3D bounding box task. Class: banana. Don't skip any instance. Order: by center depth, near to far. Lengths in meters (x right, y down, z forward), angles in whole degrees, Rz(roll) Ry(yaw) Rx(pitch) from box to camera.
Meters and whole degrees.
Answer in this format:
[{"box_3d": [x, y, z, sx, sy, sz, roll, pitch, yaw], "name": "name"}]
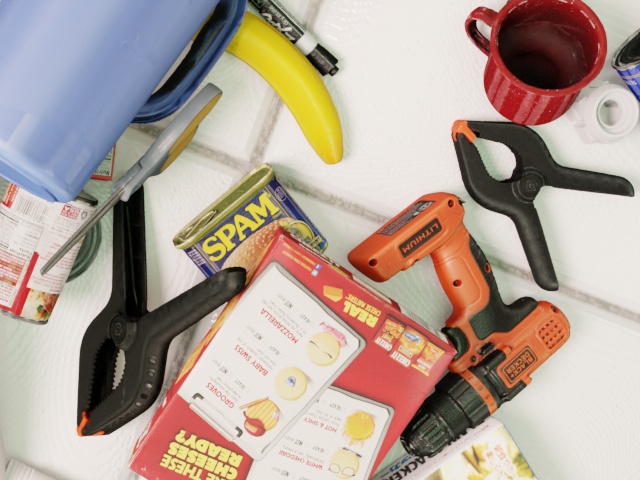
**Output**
[{"box_3d": [-0.050, -0.140, 0.871, 0.197, 0.037, 0.070, 32, 108, -12], "name": "banana"}]

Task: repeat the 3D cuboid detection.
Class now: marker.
[{"box_3d": [-0.030, -0.179, 0.876, 0.121, 0.020, 0.020, 43, 88, -14], "name": "marker"}]

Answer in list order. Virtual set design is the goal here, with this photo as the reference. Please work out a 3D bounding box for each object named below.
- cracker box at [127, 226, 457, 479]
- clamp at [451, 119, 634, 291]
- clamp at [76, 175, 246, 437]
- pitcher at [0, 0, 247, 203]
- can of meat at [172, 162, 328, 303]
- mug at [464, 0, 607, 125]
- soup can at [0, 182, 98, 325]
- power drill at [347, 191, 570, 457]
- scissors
[{"box_3d": [-0.023, 0.122, 0.834, 0.164, 0.072, 0.214, 33, 95, -6], "name": "cracker box"}, {"box_3d": [0.177, -0.038, 0.927, 0.171, 0.039, 0.120, 30, 87, -7], "name": "clamp"}, {"box_3d": [-0.150, 0.061, 0.851, 0.036, 0.165, 0.210, 8, 120, -47], "name": "clamp"}, {"box_3d": [-0.150, -0.146, 0.745, 0.149, 0.145, 0.242, 32, 79, -7], "name": "pitcher"}, {"box_3d": [-0.056, 0.001, 0.877, 0.102, 0.057, 0.084, -40, 106, -3], "name": "can of meat"}, {"box_3d": [0.169, -0.151, 0.880, 0.117, 0.081, 0.093, 32, 76, 8], "name": "mug"}, {"box_3d": [-0.217, 0.004, 0.802, 0.068, 0.068, 0.102, 23, 92, -13], "name": "soup can"}, {"box_3d": [0.104, 0.068, 0.910, 0.184, 0.057, 0.187, -39, 106, -15], "name": "power drill"}, {"box_3d": [-0.144, -0.042, 0.817, 0.016, 0.096, 0.201, 40, 73, -2], "name": "scissors"}]
